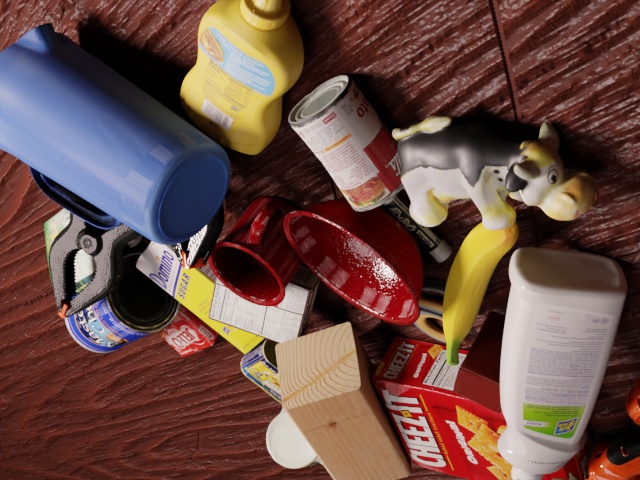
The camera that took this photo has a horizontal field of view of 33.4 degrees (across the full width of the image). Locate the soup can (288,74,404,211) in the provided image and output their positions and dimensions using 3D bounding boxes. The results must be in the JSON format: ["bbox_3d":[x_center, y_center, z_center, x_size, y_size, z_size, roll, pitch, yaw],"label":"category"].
[{"bbox_3d":[0.027,-0.085,0.938,0.069,0.068,0.102,-11,125,48],"label":"soup can"}]

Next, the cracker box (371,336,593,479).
[{"bbox_3d":[0.178,0.199,1.159,0.214,0.072,0.164,8,138,36],"label":"cracker box"}]

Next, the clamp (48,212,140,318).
[{"bbox_3d":[-0.267,-0.010,1.233,0.164,0.036,0.210,34,109,10],"label":"clamp"}]

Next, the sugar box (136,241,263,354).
[{"bbox_3d":[-0.133,0.056,1.276,0.176,0.048,0.093,37,146,-6],"label":"sugar box"}]

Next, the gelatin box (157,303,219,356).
[{"bbox_3d":[-0.181,0.114,1.405,0.073,0.030,0.089,45,146,-15],"label":"gelatin box"}]

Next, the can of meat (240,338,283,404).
[{"bbox_3d":[-0.040,0.158,1.314,0.102,0.057,0.084,40,148,-8],"label":"can of meat"}]

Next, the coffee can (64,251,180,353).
[{"bbox_3d":[-0.254,0.081,1.362,0.102,0.102,0.141,44,145,-15],"label":"coffee can"}]

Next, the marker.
[{"bbox_3d":[0.078,-0.026,1.011,0.121,0.020,0.020,44,146,-14],"label":"marker"}]

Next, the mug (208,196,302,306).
[{"bbox_3d":[-0.057,0.001,1.108,0.093,0.081,0.117,25,146,14],"label":"mug"}]

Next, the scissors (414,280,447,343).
[{"bbox_3d":[0.074,0.063,1.132,0.202,0.016,0.096,9,139,34],"label":"scissors"}]

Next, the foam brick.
[{"bbox_3d":[0.173,0.121,1.061,0.053,0.078,0.051,25,144,15],"label":"foam brick"}]

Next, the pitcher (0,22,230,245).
[{"bbox_3d":[-0.207,-0.088,1.033,0.243,0.145,0.149,33,175,27],"label":"pitcher"}]

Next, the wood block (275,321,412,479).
[{"bbox_3d":[0.030,0.196,1.217,0.091,0.090,0.206,-18,138,9],"label":"wood block"}]

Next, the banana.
[{"bbox_3d":[0.147,0.032,0.987,0.037,0.069,0.198,-3,138,-14],"label":"banana"}]

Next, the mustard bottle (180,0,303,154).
[{"bbox_3d":[-0.064,-0.159,0.932,0.096,0.058,0.192,38,148,6],"label":"mustard bottle"}]

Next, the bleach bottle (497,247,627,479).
[{"bbox_3d":[0.203,0.128,0.975,0.102,0.068,0.251,6,124,1],"label":"bleach bottle"}]

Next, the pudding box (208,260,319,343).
[{"bbox_3d":[-0.064,0.062,1.192,0.113,0.039,0.090,20,125,9],"label":"pudding box"}]

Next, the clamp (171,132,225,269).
[{"bbox_3d":[-0.138,-0.060,1.079,0.120,0.039,0.171,16,103,43],"label":"clamp"}]

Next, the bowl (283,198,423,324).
[{"bbox_3d":[0.044,0.010,1.036,0.162,0.055,0.162,34,160,14],"label":"bowl"}]
